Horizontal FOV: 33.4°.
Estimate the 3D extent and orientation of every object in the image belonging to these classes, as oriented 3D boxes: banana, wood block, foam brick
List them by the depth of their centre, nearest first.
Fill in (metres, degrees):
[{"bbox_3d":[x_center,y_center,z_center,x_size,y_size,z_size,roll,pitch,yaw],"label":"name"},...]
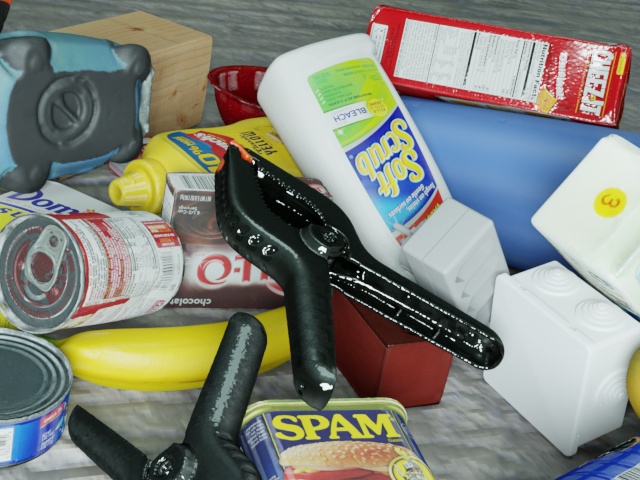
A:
[{"bbox_3d":[-0.074,0.063,0.658,0.197,0.037,0.070,-2,30,-28],"label":"banana"},{"bbox_3d":[0.043,0.065,0.690,0.052,0.051,0.078,-2,31,-28],"label":"foam brick"},{"bbox_3d":[-0.191,-0.133,0.932,0.091,0.090,0.205,23,28,20],"label":"wood block"}]

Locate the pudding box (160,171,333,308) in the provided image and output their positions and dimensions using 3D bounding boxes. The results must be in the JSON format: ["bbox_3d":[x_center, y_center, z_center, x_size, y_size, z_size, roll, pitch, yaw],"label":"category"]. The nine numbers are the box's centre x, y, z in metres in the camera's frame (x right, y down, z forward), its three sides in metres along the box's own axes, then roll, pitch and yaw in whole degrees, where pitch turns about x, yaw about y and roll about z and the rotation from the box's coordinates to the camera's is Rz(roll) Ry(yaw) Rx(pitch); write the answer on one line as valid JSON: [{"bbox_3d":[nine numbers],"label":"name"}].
[{"bbox_3d":[-0.055,0.001,0.730,0.113,0.090,0.039,3,27,-19],"label":"pudding box"}]

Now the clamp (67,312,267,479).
[{"bbox_3d":[-0.076,0.118,0.521,0.039,0.120,0.171,47,23,-34],"label":"clamp"}]

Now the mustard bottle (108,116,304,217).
[{"bbox_3d":[-0.078,-0.049,0.803,0.096,0.058,0.191,41,35,28],"label":"mustard bottle"}]

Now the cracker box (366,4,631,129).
[{"bbox_3d":[0.156,-0.144,0.926,0.214,0.072,0.164,13,5,15],"label":"cracker box"}]

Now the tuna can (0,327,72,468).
[{"bbox_3d":[-0.178,0.083,0.573,0.086,0.034,0.086,10,26,-5],"label":"tuna can"}]

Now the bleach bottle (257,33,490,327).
[{"bbox_3d":[0.054,-0.034,0.788,0.102,0.068,0.251,-20,68,-31],"label":"bleach bottle"}]

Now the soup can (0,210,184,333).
[{"bbox_3d":[-0.136,0.016,0.636,0.069,0.068,0.102,26,14,24],"label":"soup can"}]

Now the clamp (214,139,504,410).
[{"bbox_3d":[-0.006,0.015,0.625,0.210,0.036,0.164,44,30,24],"label":"clamp"}]

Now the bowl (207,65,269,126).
[{"bbox_3d":[-0.031,-0.114,0.996,0.162,0.055,0.162,12,21,-5],"label":"bowl"}]

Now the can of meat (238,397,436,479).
[{"bbox_3d":[0.010,0.129,0.546,0.102,0.057,0.084,3,30,-21],"label":"can of meat"}]

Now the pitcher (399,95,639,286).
[{"bbox_3d":[0.158,-0.046,0.860,0.243,0.145,0.149,17,-9,27],"label":"pitcher"}]
